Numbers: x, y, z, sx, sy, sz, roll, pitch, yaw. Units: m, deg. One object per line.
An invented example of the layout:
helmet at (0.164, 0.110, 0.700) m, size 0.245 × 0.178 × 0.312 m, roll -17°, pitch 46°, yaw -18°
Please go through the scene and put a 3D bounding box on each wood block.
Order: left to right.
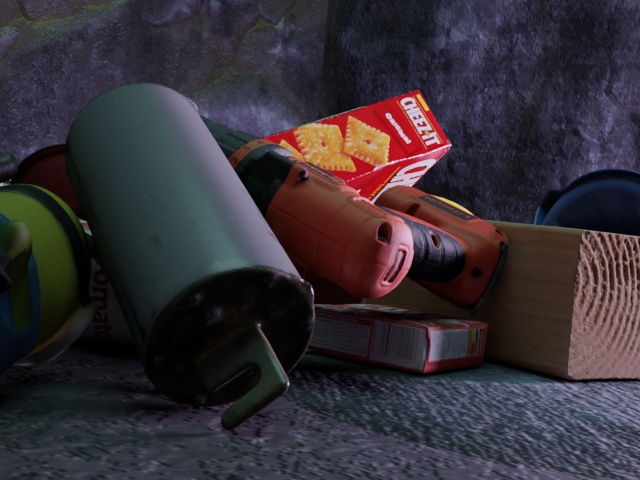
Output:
wood block at (0.128, 0.032, 0.730) m, size 0.090 × 0.090 × 0.206 m, roll 4°, pitch 2°, yaw -34°

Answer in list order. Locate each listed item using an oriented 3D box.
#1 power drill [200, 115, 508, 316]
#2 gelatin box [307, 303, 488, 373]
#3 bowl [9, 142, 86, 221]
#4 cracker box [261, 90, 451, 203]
power drill at (0.013, -0.014, 0.635) m, size 0.185 × 0.057 × 0.187 m, roll 33°, pitch 14°, yaw 36°
gelatin box at (0.045, 0.057, 0.649) m, size 0.089 × 0.030 × 0.073 m, roll 8°, pitch 3°, yaw 37°
bowl at (-0.234, -0.023, 1.071) m, size 0.162 × 0.055 × 0.162 m, roll 0°, pitch -40°, yaw 0°
cracker box at (-0.008, -0.044, 0.967) m, size 0.213 × 0.072 × 0.164 m, roll -20°, pitch -16°, yaw -36°
